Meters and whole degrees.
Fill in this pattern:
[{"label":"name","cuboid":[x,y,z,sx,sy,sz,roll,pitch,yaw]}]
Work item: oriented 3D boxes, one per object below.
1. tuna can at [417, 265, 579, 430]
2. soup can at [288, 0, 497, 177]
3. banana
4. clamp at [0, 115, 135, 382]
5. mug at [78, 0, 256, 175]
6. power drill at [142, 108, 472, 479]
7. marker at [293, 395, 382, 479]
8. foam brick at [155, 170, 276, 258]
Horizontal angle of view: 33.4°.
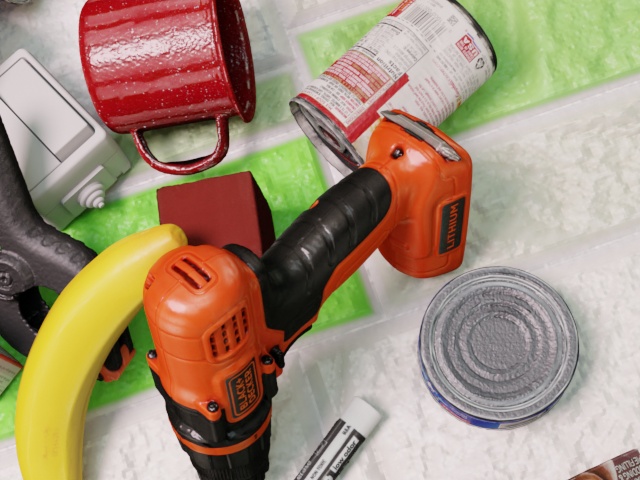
[{"label":"tuna can","cuboid":[0.095,0.058,0.576,0.086,0.034,0.086,-2,74,5]},{"label":"soup can","cuboid":[0.041,-0.087,0.606,0.102,0.068,0.068,-43,74,-7]},{"label":"banana","cuboid":[-0.123,0.073,0.561,0.069,0.037,0.198,19,109,5]},{"label":"clamp","cuboid":[-0.176,0.015,0.589,0.120,0.039,0.171,-27,103,31]},{"label":"mug","cuboid":[-0.086,-0.095,0.615,0.081,0.093,0.117,-9,91,8]},{"label":"power drill","cuboid":[-0.003,0.034,0.543,0.057,0.184,0.187,35,61,26]},{"label":"marker","cuboid":[-0.010,0.137,0.572,0.020,0.020,0.121,35,80,14]},{"label":"foam brick","cuboid":[-0.054,0.001,0.585,0.053,0.078,0.051,-10,75,3]}]
